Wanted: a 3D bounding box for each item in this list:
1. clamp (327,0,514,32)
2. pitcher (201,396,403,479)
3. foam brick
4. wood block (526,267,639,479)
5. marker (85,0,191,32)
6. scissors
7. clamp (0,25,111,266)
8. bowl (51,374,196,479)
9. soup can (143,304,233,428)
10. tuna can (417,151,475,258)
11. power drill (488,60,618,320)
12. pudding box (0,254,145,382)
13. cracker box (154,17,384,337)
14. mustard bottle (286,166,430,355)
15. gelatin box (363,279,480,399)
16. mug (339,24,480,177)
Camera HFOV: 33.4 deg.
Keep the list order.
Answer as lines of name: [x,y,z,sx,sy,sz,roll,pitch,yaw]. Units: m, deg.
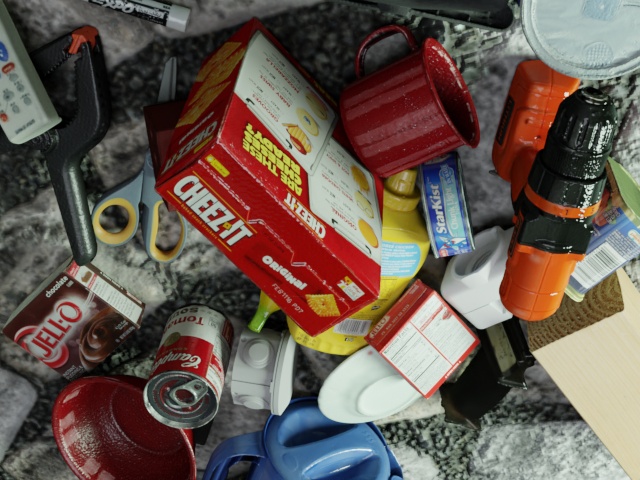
clamp: [0.063,-0.182,0.775,0.171,0.120,0.039,8,89,2]
pitcher: [-0.038,0.281,1.080,0.149,0.144,0.243,38,128,18]
foam brick: [-0.113,-0.072,0.885,0.051,0.053,0.078,-15,124,-15]
wood block: [0.277,0.122,0.963,0.091,0.090,0.206,-30,116,23]
marker: [-0.163,-0.191,0.842,0.121,0.020,0.020,16,124,-5]
scissors: [-0.161,-0.065,0.926,0.096,0.016,0.202,-2,124,1]
clamp: [-0.227,-0.083,0.906,0.164,0.036,0.210,35,118,-7]
bowl: [-0.183,0.189,1.053,0.162,0.055,0.162,11,119,20]
soup can: [-0.120,0.115,0.991,0.068,0.102,0.068,3,124,4]
tuna can: [0.104,-0.030,0.882,0.034,0.086,0.086,-10,122,10]
power drill: [0.169,-0.061,0.794,0.057,0.187,0.184,12,125,0]
pudding box: [-0.234,0.075,1.014,0.090,0.039,0.114,39,119,-19]
cracker box: [-0.029,-0.053,0.803,0.072,0.213,0.164,-36,114,24]
mustard bottle: [0.042,0.013,0.931,0.096,0.058,0.192,9,125,-20]
gelatin box: [0.090,0.088,0.949,0.073,0.030,0.089,-47,127,-4]
mug: [0.064,-0.111,0.839,0.082,0.093,0.117,-23,88,25]
